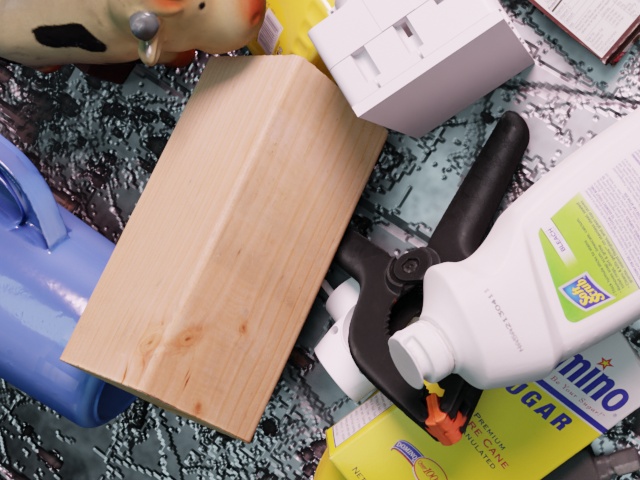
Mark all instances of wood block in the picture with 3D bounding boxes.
[{"bbox_3d":[-0.054,0.001,0.632,0.091,0.090,0.206,10,71,47],"label":"wood block"}]

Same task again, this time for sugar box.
[{"bbox_3d":[0.100,0.100,0.625,0.176,0.048,0.093,-38,102,9],"label":"sugar box"}]

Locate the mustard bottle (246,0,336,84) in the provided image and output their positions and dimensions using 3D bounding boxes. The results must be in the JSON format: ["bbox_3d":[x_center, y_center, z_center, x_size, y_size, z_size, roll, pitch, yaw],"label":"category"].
[{"bbox_3d":[-0.049,-0.184,0.680,0.058,0.096,0.192,-32,76,-27],"label":"mustard bottle"}]

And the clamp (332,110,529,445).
[{"bbox_3d":[0.066,0.017,0.620,0.165,0.036,0.210,-26,46,13],"label":"clamp"}]

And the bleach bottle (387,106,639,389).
[{"bbox_3d":[0.141,-0.004,0.562,0.250,0.068,0.102,-29,80,-18],"label":"bleach bottle"}]

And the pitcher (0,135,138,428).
[{"bbox_3d":[-0.215,0.011,0.709,0.243,0.149,0.145,31,85,12],"label":"pitcher"}]
